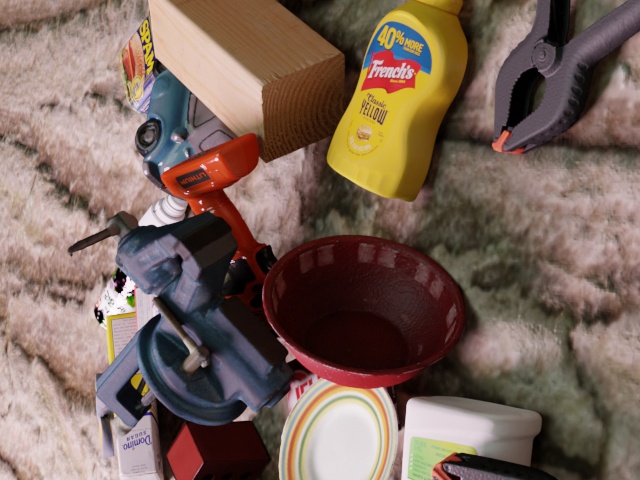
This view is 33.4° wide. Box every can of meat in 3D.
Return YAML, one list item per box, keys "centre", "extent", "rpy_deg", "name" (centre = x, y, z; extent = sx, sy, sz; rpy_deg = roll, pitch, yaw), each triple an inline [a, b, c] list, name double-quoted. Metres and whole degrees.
- centre: [-0.186, -0.204, 1.225]
  extent: [0.084, 0.057, 0.102]
  rpy_deg: [-40, 54, 43]
  name: "can of meat"

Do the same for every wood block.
- centre: [-0.072, -0.175, 1.013]
  extent: [0.206, 0.090, 0.090]
  rpy_deg: [45, 150, 37]
  name: "wood block"

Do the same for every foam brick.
- centre: [-0.099, 0.209, 1.027]
  extent: [0.053, 0.078, 0.051]
  rpy_deg: [-60, 44, 28]
  name: "foam brick"

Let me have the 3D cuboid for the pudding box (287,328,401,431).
- centre: [0.017, 0.136, 0.929]
  extent: [0.114, 0.039, 0.090]
  rpy_deg: [-30, 61, 44]
  name: "pudding box"

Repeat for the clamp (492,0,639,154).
- centre: [0.182, -0.135, 0.781]
  extent: [0.120, 0.039, 0.171]
  rpy_deg: [42, 122, 50]
  name: "clamp"

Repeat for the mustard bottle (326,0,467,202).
- centre: [0.074, -0.136, 0.897]
  extent: [0.096, 0.058, 0.192]
  rpy_deg: [36, 110, 46]
  name: "mustard bottle"

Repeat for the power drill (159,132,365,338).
- centre: [-0.056, 0.001, 0.967]
  extent: [0.185, 0.057, 0.187]
  rpy_deg: [-13, 105, 46]
  name: "power drill"

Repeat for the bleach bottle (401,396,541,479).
- centre: [0.103, 0.246, 0.790]
  extent: [0.103, 0.067, 0.251]
  rpy_deg: [3, 88, 48]
  name: "bleach bottle"

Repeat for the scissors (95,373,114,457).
- centre: [-0.236, 0.207, 1.171]
  extent: [0.202, 0.016, 0.096]
  rpy_deg: [108, 154, -61]
  name: "scissors"

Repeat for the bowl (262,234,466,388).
- centre: [0.032, 0.066, 0.855]
  extent: [0.162, 0.161, 0.055]
  rpy_deg: [53, 147, 41]
  name: "bowl"

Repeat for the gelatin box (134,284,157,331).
- centre: [-0.171, 0.095, 1.136]
  extent: [0.030, 0.073, 0.089]
  rpy_deg: [-11, 71, 10]
  name: "gelatin box"

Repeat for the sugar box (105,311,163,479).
- centre: [-0.200, 0.174, 1.150]
  extent: [0.093, 0.048, 0.176]
  rpy_deg: [97, 167, -67]
  name: "sugar box"
